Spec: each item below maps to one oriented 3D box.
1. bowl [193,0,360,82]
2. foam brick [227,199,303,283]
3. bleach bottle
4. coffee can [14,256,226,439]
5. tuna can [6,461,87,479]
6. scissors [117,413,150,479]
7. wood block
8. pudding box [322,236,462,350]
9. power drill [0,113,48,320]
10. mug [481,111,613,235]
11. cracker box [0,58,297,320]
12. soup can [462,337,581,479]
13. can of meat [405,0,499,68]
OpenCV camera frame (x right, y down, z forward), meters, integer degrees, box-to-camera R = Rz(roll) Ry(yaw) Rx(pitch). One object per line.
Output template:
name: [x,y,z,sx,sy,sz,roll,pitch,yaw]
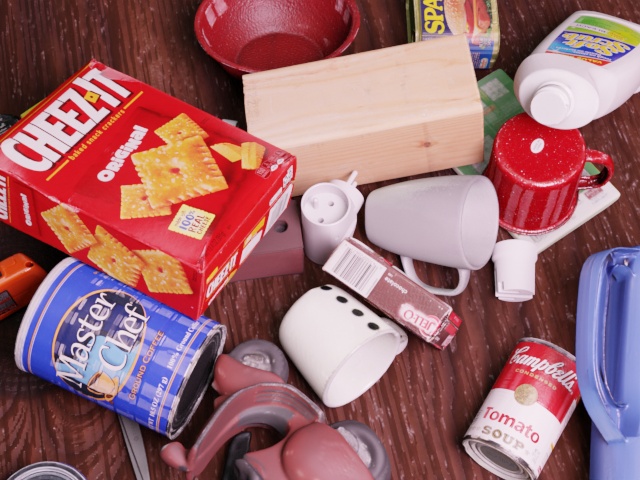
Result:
bowl: [-0.042,-0.199,1.054,0.162,0.055,0.162,-1,50,1]
foam brick: [-0.056,0.001,0.963,0.078,0.051,0.053,-8,62,-3]
bleach bottle: [0.236,-0.146,0.951,0.103,0.068,0.250,23,28,14]
coffee can: [-0.162,0.087,0.874,0.140,0.103,0.102,23,65,7]
tuna can: [-0.221,0.223,0.862,0.086,0.034,0.086,0,63,1]
scissors: [-0.192,0.125,0.922,0.096,0.016,0.202,-3,62,-1]
wood block: [0.040,-0.111,0.983,0.206,0.091,0.090,-10,61,5]
pudding box: [0.064,0.047,0.914,0.113,0.090,0.039,36,89,17]
power drill: [-0.323,-0.015,0.975,0.184,0.057,0.188,-33,64,-11]
mug: [0.204,-0.063,0.958,0.117,0.081,0.093,2,64,4]
cracker box: [-0.149,-0.050,0.894,0.214,0.072,0.164,27,47,11]
soup can: [0.169,0.140,0.879,0.068,0.068,0.102,29,67,15]
can of meat: [0.132,-0.220,1.073,0.084,0.057,0.102,1,63,-2]
